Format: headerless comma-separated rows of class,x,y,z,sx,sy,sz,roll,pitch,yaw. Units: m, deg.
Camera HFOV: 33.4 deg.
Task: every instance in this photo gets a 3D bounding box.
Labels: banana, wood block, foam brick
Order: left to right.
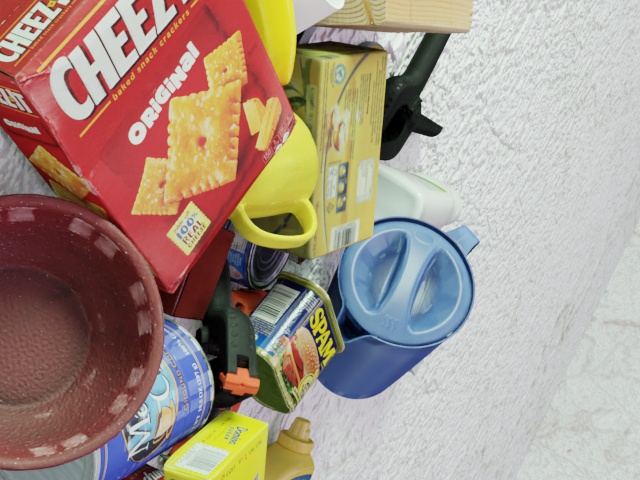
foam brick,-0.111,0.016,0.833,0.051,0.053,0.078,17,95,-67
banana,-0.062,-0.196,0.720,0.069,0.037,0.197,-50,127,-18
wood block,0.059,-0.229,0.927,0.205,0.090,0.091,-17,110,-62

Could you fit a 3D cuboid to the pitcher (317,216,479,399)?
pitcher,0.068,0.077,1.100,0.243,0.149,0.145,116,-21,-64

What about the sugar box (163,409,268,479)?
sugar box,-0.082,0.229,0.809,0.093,0.048,0.176,-35,132,-58

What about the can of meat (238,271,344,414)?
can of meat,-0.031,0.092,0.942,0.083,0.058,0.102,-51,145,-29

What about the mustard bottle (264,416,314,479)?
mustard bottle,-0.051,0.289,1.192,0.096,0.058,0.191,15,95,-62

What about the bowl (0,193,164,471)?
bowl,-0.179,0.056,0.643,0.162,0.162,0.055,-60,-166,-20

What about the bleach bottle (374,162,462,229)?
bleach bottle,0.109,-0.042,1.203,0.068,0.103,0.250,-61,158,13

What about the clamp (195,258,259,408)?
clamp,-0.088,0.093,0.866,0.171,0.039,0.120,-120,-139,-63

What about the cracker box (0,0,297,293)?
cracker box,-0.109,-0.093,0.678,0.164,0.072,0.213,-55,147,-22

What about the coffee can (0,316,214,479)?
coffee can,-0.156,0.119,0.756,0.140,0.103,0.103,-24,130,-60

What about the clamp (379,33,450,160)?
clamp,0.094,-0.156,1.158,0.209,0.036,0.165,-39,144,-49

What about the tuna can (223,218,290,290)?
tuna can,-0.056,0.001,0.964,0.086,0.034,0.086,-47,149,-41
